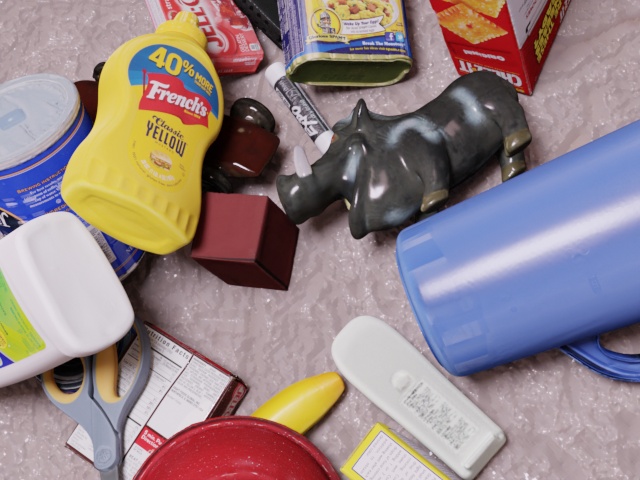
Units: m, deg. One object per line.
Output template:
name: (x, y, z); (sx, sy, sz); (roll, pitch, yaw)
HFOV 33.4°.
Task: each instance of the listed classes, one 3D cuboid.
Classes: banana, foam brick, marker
banana: (-0.048, 0.176, 0.754); (0.069, 0.037, 0.198); (22, 80, -3)
foam brick: (-0.055, 0.001, 0.793); (0.053, 0.078, 0.051); (5, 74, 18)
marker: (-0.007, -0.094, 0.844); (0.020, 0.020, 0.121); (-36, 65, 2)

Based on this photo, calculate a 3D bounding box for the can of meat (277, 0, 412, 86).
can of meat: (0.018, -0.167, 0.823); (0.102, 0.058, 0.084); (-2, 76, -18)

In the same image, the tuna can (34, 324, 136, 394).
tuna can: (-0.185, 0.078, 0.828); (0.086, 0.033, 0.086); (-5, 70, 15)

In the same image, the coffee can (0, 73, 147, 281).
coffee can: (-0.200, -0.039, 0.799); (0.103, 0.140, 0.103); (-12, 43, 11)

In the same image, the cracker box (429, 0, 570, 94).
cracker box: (0.133, -0.226, 0.743); (0.072, 0.213, 0.164); (20, 77, 23)

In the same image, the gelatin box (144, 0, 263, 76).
gelatin box: (-0.096, -0.175, 0.874); (0.073, 0.030, 0.089); (-9, 63, -27)

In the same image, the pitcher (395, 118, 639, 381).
pitcher: (0.182, 0.010, 0.700); (0.243, 0.145, 0.149); (-22, 53, 12)

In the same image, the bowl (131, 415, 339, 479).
bowl: (-0.054, 0.197, 0.702); (0.162, 0.055, 0.162); (1, 82, -7)

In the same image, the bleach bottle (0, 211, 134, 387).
bleach bottle: (-0.245, 0.071, 0.786); (0.251, 0.067, 0.102); (-29, 90, 40)

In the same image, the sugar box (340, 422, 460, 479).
sugar box: (0.100, 0.189, 0.671); (0.176, 0.093, 0.048); (39, 86, 25)

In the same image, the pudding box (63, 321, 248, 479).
pudding box: (-0.121, 0.129, 0.789); (0.090, 0.039, 0.113); (29, 79, 25)

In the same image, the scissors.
scissors: (-0.168, 0.148, 0.765); (0.096, 0.016, 0.201); (-2, 68, 21)

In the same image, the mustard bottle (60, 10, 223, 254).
mustard bottle: (-0.117, -0.091, 0.774); (0.058, 0.096, 0.191); (-27, 43, 44)
